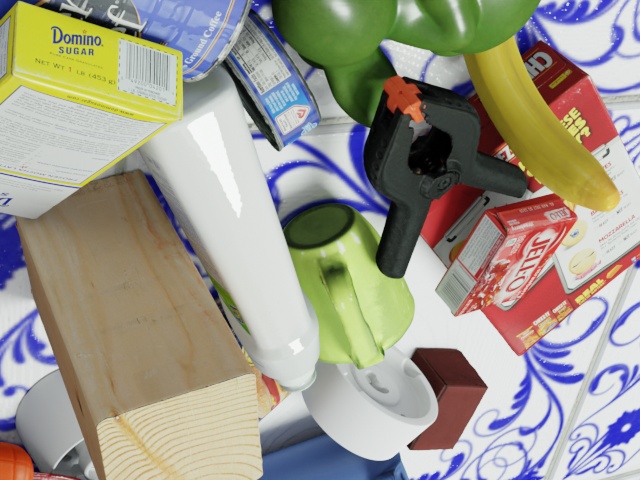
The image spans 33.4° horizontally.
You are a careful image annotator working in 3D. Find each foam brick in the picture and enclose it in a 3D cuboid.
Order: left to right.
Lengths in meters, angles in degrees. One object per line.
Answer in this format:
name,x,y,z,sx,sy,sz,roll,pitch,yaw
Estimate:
foam brick,0.102,0.141,0.949,0.051,0.053,0.078,5,123,-32

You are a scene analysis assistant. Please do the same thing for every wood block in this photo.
wood block,-0.116,0.056,0.650,0.090,0.206,0.091,-16,132,-18

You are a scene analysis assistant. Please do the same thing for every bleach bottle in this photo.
bleach bottle,-0.055,0.001,0.696,0.068,0.103,0.251,-28,128,-10

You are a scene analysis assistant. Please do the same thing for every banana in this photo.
banana,0.136,-0.097,0.713,0.037,0.198,0.070,-18,165,-18

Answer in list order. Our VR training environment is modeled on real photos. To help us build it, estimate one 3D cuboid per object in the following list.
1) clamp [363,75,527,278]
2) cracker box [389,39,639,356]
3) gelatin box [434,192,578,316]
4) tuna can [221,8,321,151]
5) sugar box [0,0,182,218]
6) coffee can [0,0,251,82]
clamp,0.080,-0.049,0.689,0.120,0.039,0.171,-34,148,-12
cracker box,0.164,-0.026,0.838,0.164,0.072,0.213,-40,133,4
gelatin box,0.132,0.011,0.758,0.073,0.030,0.089,-12,144,-36
tuna can,-0.035,-0.099,0.657,0.033,0.086,0.086,-34,134,-4
sugar box,-0.158,-0.063,0.579,0.093,0.048,0.177,13,159,-37
coffee can,-0.118,-0.150,0.557,0.140,0.103,0.103,12,118,-36
